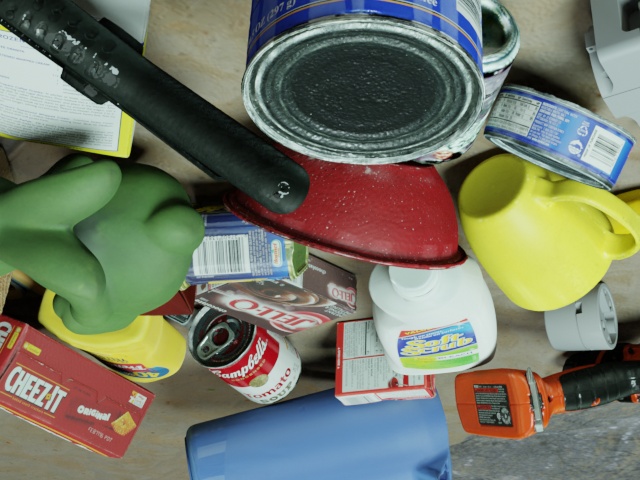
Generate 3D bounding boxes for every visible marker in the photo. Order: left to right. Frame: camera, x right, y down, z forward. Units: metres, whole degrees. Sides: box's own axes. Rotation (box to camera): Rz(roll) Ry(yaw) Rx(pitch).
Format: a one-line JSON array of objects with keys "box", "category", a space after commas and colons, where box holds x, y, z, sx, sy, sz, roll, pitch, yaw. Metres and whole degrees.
[{"box": [-0.150, 0.048, 0.935, 0.020, 0.020, 0.121, -17, 146, 33], "category": "marker"}]

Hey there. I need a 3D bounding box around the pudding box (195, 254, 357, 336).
[{"box": [-0.038, 0.040, 0.886, 0.113, 0.039, 0.090, 27, 144, -37], "category": "pudding box"}]

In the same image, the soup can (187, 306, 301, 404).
[{"box": [-0.067, 0.103, 0.975, 0.069, 0.068, 0.102, -9, 150, 22], "category": "soup can"}]

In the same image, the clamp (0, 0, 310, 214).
[{"box": [-0.098, -0.081, 0.509, 0.209, 0.036, 0.165, 37, 177, -25], "category": "clamp"}]

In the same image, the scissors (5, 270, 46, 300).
[{"box": [-0.296, 0.005, 0.876, 0.096, 0.016, 0.201, -18, 140, 42], "category": "scissors"}]

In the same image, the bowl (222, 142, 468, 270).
[{"box": [0.022, -0.033, 0.680, 0.162, 0.055, 0.162, 13, -167, -3], "category": "bowl"}]

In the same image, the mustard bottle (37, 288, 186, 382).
[{"box": [-0.169, 0.086, 0.936, 0.096, 0.058, 0.191, 9, 163, 10], "category": "mustard bottle"}]

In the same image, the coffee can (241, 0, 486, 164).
[{"box": [0.021, -0.120, 0.478, 0.103, 0.140, 0.103, 2, 152, 1], "category": "coffee can"}]

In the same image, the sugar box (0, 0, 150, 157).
[{"box": [-0.144, -0.118, 0.602, 0.093, 0.048, 0.176, 9, 147, -10], "category": "sugar box"}]

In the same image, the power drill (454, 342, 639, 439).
[{"box": [0.214, 0.124, 0.923, 0.187, 0.057, 0.185, -9, 174, -23], "category": "power drill"}]

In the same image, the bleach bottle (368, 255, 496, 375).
[{"box": [0.078, 0.051, 0.807, 0.103, 0.068, 0.250, -6, 164, 12], "category": "bleach bottle"}]

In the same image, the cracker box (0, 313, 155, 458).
[{"box": [-0.277, 0.108, 0.927, 0.214, 0.072, 0.164, 14, 162, 39], "category": "cracker box"}]

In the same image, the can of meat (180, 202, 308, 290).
[{"box": [-0.055, 0.001, 0.766, 0.084, 0.057, 0.102, -3, -175, 6], "category": "can of meat"}]

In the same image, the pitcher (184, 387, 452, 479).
[{"box": [-0.003, 0.202, 1.021, 0.242, 0.145, 0.149, -10, 158, -6], "category": "pitcher"}]

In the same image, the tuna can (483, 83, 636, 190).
[{"box": [0.142, -0.061, 0.639, 0.086, 0.034, 0.086, 24, -176, -2], "category": "tuna can"}]

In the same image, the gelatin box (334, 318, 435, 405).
[{"box": [0.059, 0.107, 0.966, 0.089, 0.073, 0.030, -9, 151, 19], "category": "gelatin box"}]
